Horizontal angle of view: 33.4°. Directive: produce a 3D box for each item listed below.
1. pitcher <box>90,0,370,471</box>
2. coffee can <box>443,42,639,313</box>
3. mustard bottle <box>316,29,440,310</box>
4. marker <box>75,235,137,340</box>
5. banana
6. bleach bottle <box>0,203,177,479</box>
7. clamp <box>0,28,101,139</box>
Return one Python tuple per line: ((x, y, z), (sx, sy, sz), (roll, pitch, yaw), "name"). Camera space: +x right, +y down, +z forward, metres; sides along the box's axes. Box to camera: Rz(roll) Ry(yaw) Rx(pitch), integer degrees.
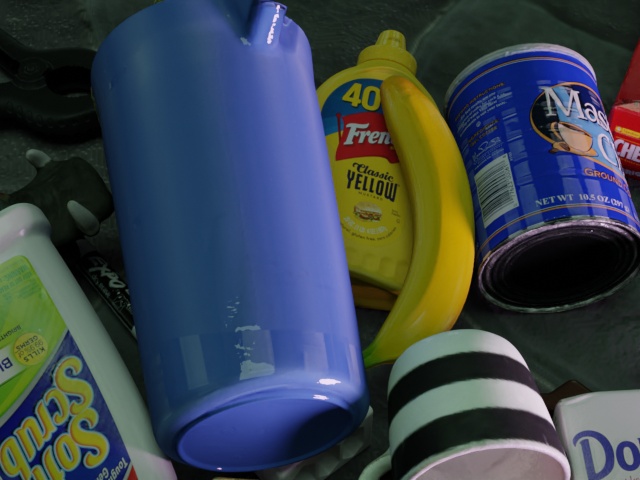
((-0.054, 0.001, 0.588), (0.145, 0.149, 0.243), (-16, 58, 5), "pitcher")
((0.139, -0.040, 0.678), (0.103, 0.103, 0.140), (-4, 55, -2), "coffee can")
((0.032, -0.055, 0.697), (0.096, 0.058, 0.191), (16, 65, -8), "mustard bottle")
((-0.139, 0.025, 0.689), (0.020, 0.020, 0.121), (-34, 61, -21), "marker")
((0.059, -0.010, 0.632), (0.069, 0.037, 0.197), (14, 65, -11), "banana")
((-0.120, 0.110, 0.545), (0.102, 0.068, 0.251), (-34, 84, -12), "bleach bottle")
((-0.211, -0.120, 0.780), (0.171, 0.039, 0.120), (4, 60, -2), "clamp")
